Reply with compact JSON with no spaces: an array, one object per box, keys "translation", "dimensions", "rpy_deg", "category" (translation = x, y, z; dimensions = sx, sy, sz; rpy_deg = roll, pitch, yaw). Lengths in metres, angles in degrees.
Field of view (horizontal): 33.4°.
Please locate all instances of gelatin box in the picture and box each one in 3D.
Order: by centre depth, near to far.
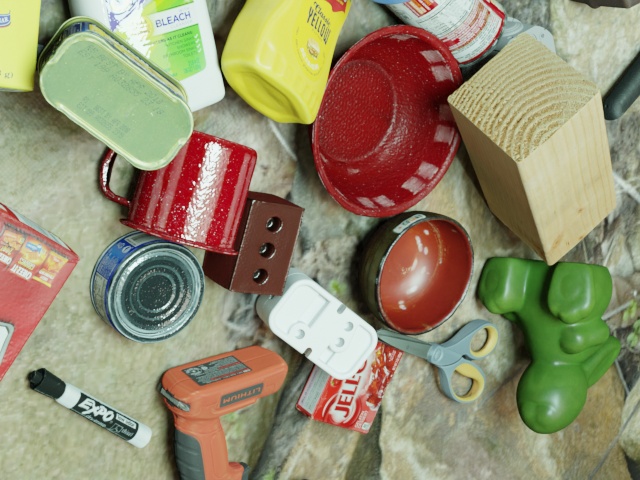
[{"translation":[0.028,0.129,0.988],"dimensions":[0.073,0.030,0.089],"rpy_deg":[23,92,-38],"category":"gelatin box"}]

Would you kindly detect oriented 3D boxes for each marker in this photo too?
[{"translation":[-0.183,0.133,0.849],"dimensions":[0.121,0.020,0.020],"rpy_deg":[40,82,-37],"category":"marker"}]

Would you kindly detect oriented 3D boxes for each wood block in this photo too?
[{"translation":[0.192,-0.074,0.936],"dimensions":[0.090,0.091,0.206],"rpy_deg":[-42,149,-3],"category":"wood block"}]

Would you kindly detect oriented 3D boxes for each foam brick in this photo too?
[{"translation":[-0.056,0.001,0.870],"dimensions":[0.052,0.051,0.078],"rpy_deg":[7,102,-36],"category":"foam brick"}]

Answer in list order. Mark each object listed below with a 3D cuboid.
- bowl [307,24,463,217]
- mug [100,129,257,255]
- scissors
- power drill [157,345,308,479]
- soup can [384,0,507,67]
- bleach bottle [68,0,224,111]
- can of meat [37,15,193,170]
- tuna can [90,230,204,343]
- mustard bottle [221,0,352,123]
[{"translation":[0.045,-0.103,0.899],"dimensions":[0.161,0.055,0.162],"rpy_deg":[-14,115,-32],"category":"bowl"},{"translation":[-0.107,-0.044,0.805],"dimensions":[0.117,0.093,0.081],"rpy_deg":[16,93,-1],"category":"mug"},{"translation":[0.121,0.095,1.031],"dimensions":[0.096,0.016,0.201],"rpy_deg":[-57,138,-13],"category":"scissors"},{"translation":[-0.069,0.190,0.926],"dimensions":[0.184,0.057,0.188],"rpy_deg":[-13,112,-35],"category":"power drill"},{"translation":[0.101,-0.201,0.896],"dimensions":[0.102,0.069,0.068],"rpy_deg":[33,86,-38],"category":"soup can"},{"translation":[-0.140,-0.207,0.732],"dimensions":[0.102,0.068,0.251],"rpy_deg":[-22,115,-23],"category":"bleach bottle"},{"translation":[-0.131,-0.095,0.687],"dimensions":[0.102,0.084,0.057],"rpy_deg":[36,95,-20],"category":"can of meat"},{"translation":[-0.135,0.037,0.839],"dimensions":[0.086,0.034,0.086],"rpy_deg":[-12,113,-31],"category":"tuna can"},{"translation":[-0.012,-0.191,0.809],"dimensions":[0.096,0.058,0.191],"rpy_deg":[40,62,-52],"category":"mustard bottle"}]
